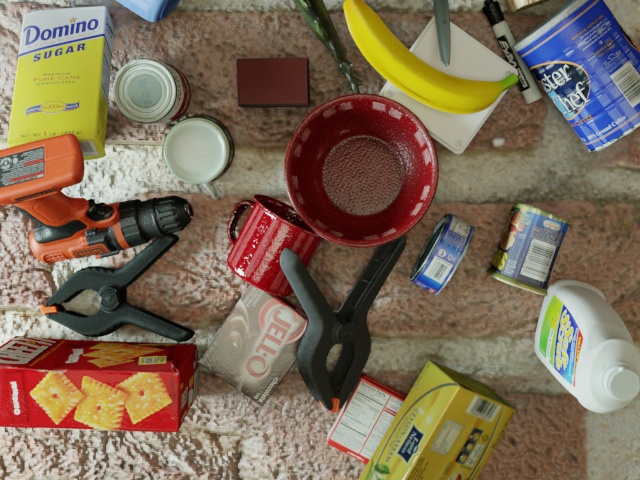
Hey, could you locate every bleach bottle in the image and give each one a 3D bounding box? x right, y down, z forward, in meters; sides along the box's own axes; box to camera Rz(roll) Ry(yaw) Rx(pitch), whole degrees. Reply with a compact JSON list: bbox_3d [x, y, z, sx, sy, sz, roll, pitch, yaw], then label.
[{"bbox_3d":[0.275,0.107,1.072,0.068,0.251,0.102,14,96,-1],"label":"bleach bottle"}]

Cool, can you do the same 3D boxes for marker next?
[{"bbox_3d":[0.207,-0.206,1.155,0.020,0.020,0.121,-26,95,4],"label":"marker"}]

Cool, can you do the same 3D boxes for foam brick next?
[{"bbox_3d":[-0.050,-0.169,1.148,0.078,0.053,0.051,0,96,2],"label":"foam brick"}]

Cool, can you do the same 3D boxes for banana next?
[{"bbox_3d":[0.102,-0.179,1.097,0.197,0.037,0.069,26,69,-4],"label":"banana"}]

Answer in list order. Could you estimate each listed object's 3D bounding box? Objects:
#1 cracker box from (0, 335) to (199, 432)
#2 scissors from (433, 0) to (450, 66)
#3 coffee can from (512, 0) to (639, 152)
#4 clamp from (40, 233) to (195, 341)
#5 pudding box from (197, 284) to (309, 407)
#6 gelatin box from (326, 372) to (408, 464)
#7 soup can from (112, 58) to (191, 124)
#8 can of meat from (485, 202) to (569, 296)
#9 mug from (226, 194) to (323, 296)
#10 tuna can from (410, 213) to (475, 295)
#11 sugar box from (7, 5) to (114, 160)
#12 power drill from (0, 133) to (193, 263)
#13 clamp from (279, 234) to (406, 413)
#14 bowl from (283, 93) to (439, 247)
[{"bbox_3d":[-0.244,0.148,1.132,0.213,0.164,0.072,3,95,1],"label":"cracker box"},{"bbox_3d":[0.105,-0.273,1.112,0.096,0.016,0.201,9,70,13],"label":"scissors"},{"bbox_3d":[0.283,-0.178,1.115,0.103,0.103,0.140,-37,94,5],"label":"coffee can"},{"bbox_3d":[-0.221,0.072,1.183,0.171,0.039,0.120,-19,80,9],"label":"clamp"},{"bbox_3d":[-0.068,0.113,1.187,0.090,0.039,0.113,35,96,-3],"label":"pudding box"},{"bbox_3d":[0.058,0.204,1.199,0.073,0.030,0.089,27,96,0],"label":"gelatin box"},{"bbox_3d":[-0.177,-0.156,1.128,0.068,0.102,0.068,0,96,1],"label":"soup can"},{"bbox_3d":[0.222,0.007,1.138,0.057,0.102,0.084,19,94,-1],"label":"can of meat"},{"bbox_3d":[-0.058,0.001,1.156,0.117,0.093,0.081,34,102,28],"label":"mug"},{"bbox_3d":[0.130,0.014,1.148,0.034,0.086,0.086,29,96,-1],"label":"tuna can"},{"bbox_3d":[-0.268,-0.164,1.112,0.093,0.048,0.176,-4,62,1],"label":"sugar box"},{"bbox_3d":[-0.243,-0.039,1.104,0.184,0.187,0.057,-14,63,9],"label":"power drill"},{"bbox_3d":[0.027,0.087,1.162,0.164,0.036,0.210,-17,119,-33],"label":"clamp"},{"bbox_3d":[0.044,-0.072,1.132,0.162,0.055,0.162,0,87,4],"label":"bowl"}]
